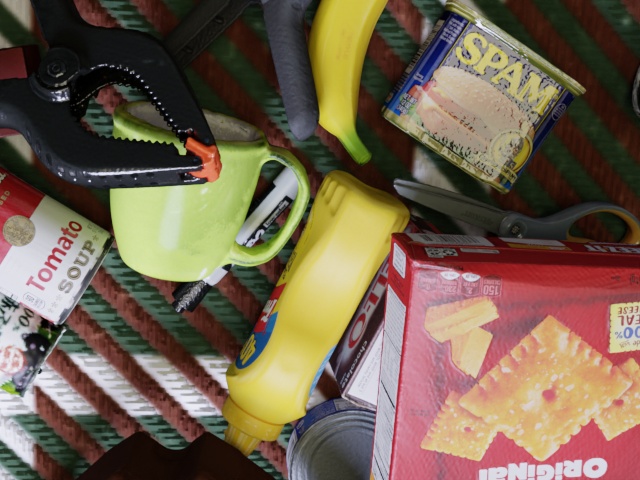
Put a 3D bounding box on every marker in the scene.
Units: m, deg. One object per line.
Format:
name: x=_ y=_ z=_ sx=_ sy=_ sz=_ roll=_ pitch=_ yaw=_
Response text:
marker: x=-0.055 y=0.001 z=0.698 sx=0.020 sy=0.020 sz=0.121 roll=42 pitch=95 yaw=-12

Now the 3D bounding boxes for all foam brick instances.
foam brick: x=-0.210 y=-0.088 z=0.649 sx=0.078 sy=0.051 sz=0.053 roll=-8 pitch=103 yaw=-4

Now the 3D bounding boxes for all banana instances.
banana: x=0.036 y=-0.148 z=0.662 sx=0.070 sy=0.037 sz=0.198 roll=22 pitch=95 yaw=10

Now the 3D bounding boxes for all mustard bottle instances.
mustard bottle: x=-0.012 y=0.052 z=0.673 sx=0.058 sy=0.096 sz=0.192 roll=26 pitch=98 yaw=-7

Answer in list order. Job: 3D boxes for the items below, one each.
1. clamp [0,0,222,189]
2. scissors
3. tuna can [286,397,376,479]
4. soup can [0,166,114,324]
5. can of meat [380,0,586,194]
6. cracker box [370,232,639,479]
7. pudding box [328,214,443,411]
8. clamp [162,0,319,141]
clamp: x=-0.152 y=-0.082 z=0.591 sx=0.210 sy=0.036 sz=0.164 roll=36 pitch=78 yaw=13
scissors: x=0.123 y=0.009 z=0.685 sx=0.201 sy=0.016 sz=0.096 roll=1 pitch=114 yaw=-27
tuna can: x=0.019 y=0.151 z=0.728 sx=0.086 sy=0.034 sz=0.086 roll=-1 pitch=101 yaw=-5
soup can: x=-0.188 y=-0.001 z=0.660 sx=0.102 sy=0.068 sz=0.068 roll=32 pitch=97 yaw=-11
can of meat: x=0.100 y=-0.089 z=0.676 sx=0.102 sy=0.057 sz=0.084 roll=32 pitch=100 yaw=-10
cracker box: x=0.116 y=0.107 z=0.616 sx=0.164 sy=0.072 sz=0.214 roll=3 pitch=102 yaw=-6
pudding box: x=0.047 y=0.043 z=0.680 sx=0.039 sy=0.090 sz=0.113 roll=24 pitch=99 yaw=-10
clamp: x=-0.029 y=-0.146 z=0.646 sx=0.120 sy=0.039 sz=0.171 roll=27 pitch=100 yaw=10
